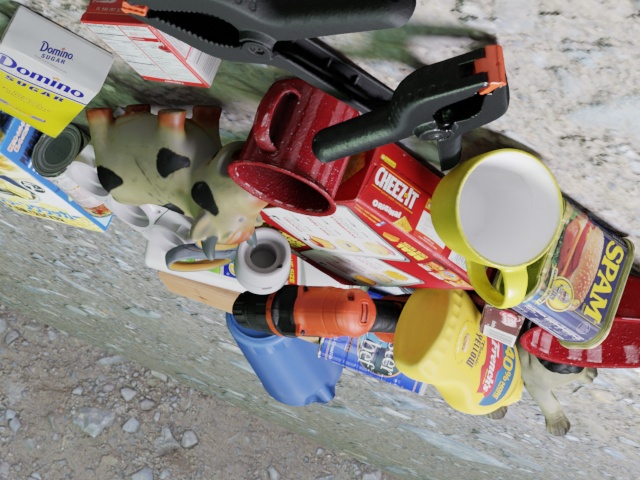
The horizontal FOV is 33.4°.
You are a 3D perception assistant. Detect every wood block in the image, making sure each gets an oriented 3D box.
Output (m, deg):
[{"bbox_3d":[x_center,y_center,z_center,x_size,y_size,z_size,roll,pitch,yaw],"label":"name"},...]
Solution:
[{"bbox_3d":[-0.084,0.047,1.318,0.206,0.090,0.091,19,165,8],"label":"wood block"}]

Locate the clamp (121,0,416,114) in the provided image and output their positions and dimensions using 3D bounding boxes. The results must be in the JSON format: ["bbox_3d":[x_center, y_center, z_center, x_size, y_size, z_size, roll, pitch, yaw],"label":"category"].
[{"bbox_3d":[-0.033,-0.141,0.743,0.210,0.036,0.164,14,162,12],"label":"clamp"}]

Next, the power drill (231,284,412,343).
[{"bbox_3d":[0.027,0.076,1.081,0.187,0.057,0.185,6,176,-42],"label":"power drill"}]

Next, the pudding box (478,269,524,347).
[{"bbox_3d":[0.176,0.038,0.961,0.039,0.090,0.113,21,165,10],"label":"pudding box"}]

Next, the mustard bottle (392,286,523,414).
[{"bbox_3d":[0.147,0.118,1.048,0.058,0.096,0.191,5,156,42],"label":"mustard bottle"}]

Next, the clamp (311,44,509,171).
[{"bbox_3d":[0.067,-0.086,0.738,0.120,0.039,0.172,-6,163,-17],"label":"clamp"}]

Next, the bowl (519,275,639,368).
[{"bbox_3d":[0.265,0.071,0.977,0.162,0.055,0.162,5,159,2],"label":"bowl"}]

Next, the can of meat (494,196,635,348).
[{"bbox_3d":[0.199,0.025,0.871,0.083,0.102,0.058,31,162,-25],"label":"can of meat"}]

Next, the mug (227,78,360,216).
[{"bbox_3d":[-0.021,-0.080,0.844,0.093,0.081,0.117,12,162,29],"label":"mug"}]

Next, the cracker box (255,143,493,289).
[{"bbox_3d":[0.037,-0.021,0.981,0.164,0.072,0.214,33,161,-30],"label":"cracker box"}]

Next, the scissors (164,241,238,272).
[{"bbox_3d":[-0.057,0.001,1.079,0.201,0.016,0.096,-8,155,-25],"label":"scissors"}]

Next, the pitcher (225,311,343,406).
[{"bbox_3d":[-0.060,0.134,1.529,0.149,0.145,0.242,4,156,15],"label":"pitcher"}]

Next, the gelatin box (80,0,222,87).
[{"bbox_3d":[-0.130,-0.157,0.830,0.073,0.030,0.089,12,161,34],"label":"gelatin box"}]

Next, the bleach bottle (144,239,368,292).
[{"bbox_3d":[-0.066,0.011,1.199,0.251,0.102,0.068,13,180,8],"label":"bleach bottle"}]

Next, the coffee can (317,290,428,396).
[{"bbox_3d":[0.079,0.122,1.328,0.140,0.102,0.103,19,164,8],"label":"coffee can"}]

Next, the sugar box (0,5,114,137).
[{"bbox_3d":[-0.260,-0.150,0.986,0.093,0.048,0.176,27,164,-19],"label":"sugar box"}]

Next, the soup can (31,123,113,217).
[{"bbox_3d":[-0.264,-0.077,1.187,0.069,0.068,0.102,12,161,30],"label":"soup can"}]
